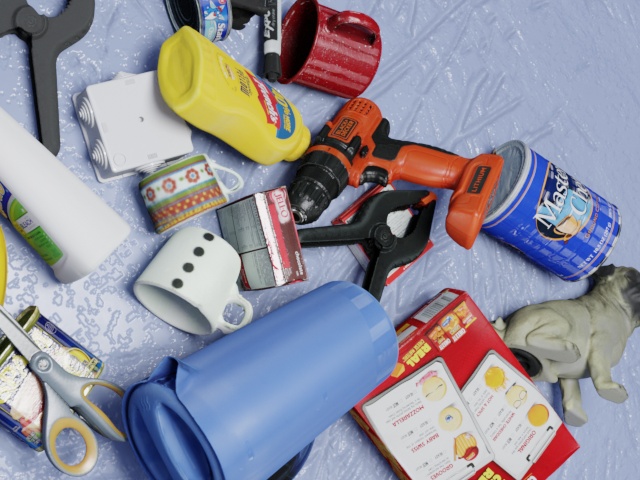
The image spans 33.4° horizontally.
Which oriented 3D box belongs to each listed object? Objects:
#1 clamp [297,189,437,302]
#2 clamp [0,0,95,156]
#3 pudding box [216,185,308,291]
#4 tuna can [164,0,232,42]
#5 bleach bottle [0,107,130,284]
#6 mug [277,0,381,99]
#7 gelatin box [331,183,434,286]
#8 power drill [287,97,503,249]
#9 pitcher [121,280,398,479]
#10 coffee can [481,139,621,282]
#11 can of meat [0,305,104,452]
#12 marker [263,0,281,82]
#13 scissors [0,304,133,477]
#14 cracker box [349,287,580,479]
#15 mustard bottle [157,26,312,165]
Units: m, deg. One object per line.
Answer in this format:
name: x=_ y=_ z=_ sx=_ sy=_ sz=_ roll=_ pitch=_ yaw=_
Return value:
clamp: x=0.048 y=-0.003 z=1.074 sx=0.120 sy=0.039 sz=0.171 roll=47 pitch=61 yaw=-12
clamp: x=-0.263 y=-0.187 z=0.981 sx=0.164 sy=0.036 sz=0.210 roll=40 pitch=73 yaw=-18
pudding box: x=-0.057 y=0.001 z=1.015 sx=0.039 sy=0.114 sz=0.090 roll=-13 pitch=90 yaw=-26
tuna can: x=-0.120 y=-0.230 z=1.028 sx=0.033 sy=0.086 sz=0.086 roll=-21 pitch=93 yaw=-25
bleach bottle: x=-0.280 y=-0.073 z=0.923 sx=0.250 sy=0.103 sz=0.068 roll=47 pitch=64 yaw=-13
mug: x=0.015 y=-0.196 z=1.075 sx=0.081 sy=0.117 sz=0.093 roll=14 pitch=63 yaw=-29
gelatin box: x=0.065 y=-0.007 z=1.121 sx=0.073 sy=0.030 sz=0.089 roll=-40 pitch=101 yaw=-23
power drill: x=0.073 y=-0.058 z=1.049 sx=0.188 sy=0.057 sz=0.184 roll=21 pitch=49 yaw=12
pitcher: x=-0.043 y=0.140 z=0.950 sx=0.242 sy=0.149 sz=0.145 roll=-29 pitch=77 yaw=-38
coffee can: x=0.242 y=-0.031 z=1.168 sx=0.140 sy=0.103 sz=0.102 roll=31 pitch=72 yaw=-20
can of meat: x=-0.252 y=0.123 z=0.939 sx=0.084 sy=0.058 sz=0.102 roll=42 pitch=69 yaw=-19
marker: x=-0.049 y=-0.216 z=1.082 sx=0.020 sy=0.020 sz=0.121 roll=9 pitch=67 yaw=-25
scissors: x=-0.241 y=0.125 z=0.903 sx=0.201 sy=0.016 sz=0.096 roll=38 pitch=70 yaw=-22
cracker box: x=0.137 y=0.180 z=1.098 sx=0.164 sy=0.072 sz=0.213 roll=-40 pitch=102 yaw=-10
mustard bottle: x=-0.071 y=-0.124 z=1.031 sx=0.191 sy=0.058 sz=0.096 roll=30 pitch=34 yaw=-46
